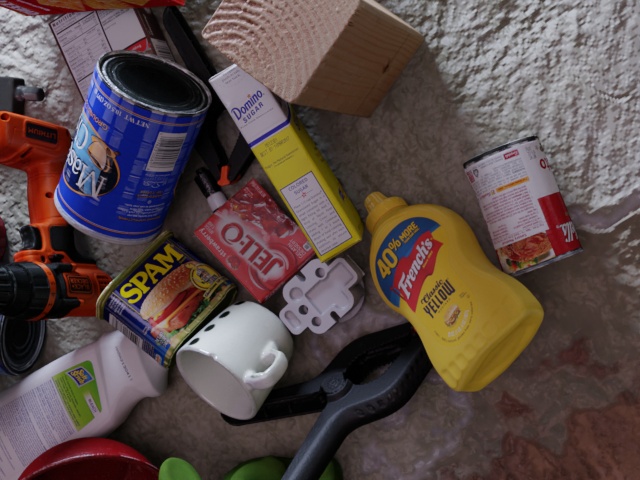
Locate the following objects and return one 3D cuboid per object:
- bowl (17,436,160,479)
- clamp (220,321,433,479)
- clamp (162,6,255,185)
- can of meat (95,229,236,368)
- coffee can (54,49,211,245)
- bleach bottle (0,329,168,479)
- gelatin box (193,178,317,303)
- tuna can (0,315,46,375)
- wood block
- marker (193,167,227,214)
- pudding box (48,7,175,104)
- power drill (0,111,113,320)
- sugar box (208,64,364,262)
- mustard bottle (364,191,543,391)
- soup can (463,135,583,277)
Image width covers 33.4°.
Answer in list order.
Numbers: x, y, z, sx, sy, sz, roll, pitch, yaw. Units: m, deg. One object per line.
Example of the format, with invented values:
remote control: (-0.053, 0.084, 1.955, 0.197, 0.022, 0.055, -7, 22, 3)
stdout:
bowl: (-0.218, 0.234, 0.993, 0.162, 0.162, 0.055, -40, 39, 16)
clamp: (0.018, 0.141, 0.903, 0.210, 0.165, 0.036, -31, 121, 2)
clamp: (-0.075, -0.137, 0.963, 0.120, 0.039, 0.171, -7, 97, 23)
can of meat: (-0.137, 0.054, 0.964, 0.084, 0.057, 0.102, 37, 60, 10)
coffee can: (-0.167, -0.081, 0.941, 0.103, 0.102, 0.140, 34, 121, 13)
bleach bottle: (-0.233, 0.162, 1.018, 0.251, 0.068, 0.102, -29, 87, 15)
gelatin box: (-0.056, 0.001, 0.952, 0.073, 0.030, 0.089, -43, 83, -4)
tuna can: (-0.298, 0.086, 1.022, 0.034, 0.086, 0.086, 4, 94, 16)
wood block: (0.002, -0.162, 0.848, 0.090, 0.205, 0.091, 38, 103, 12)
marker: (-0.082, -0.014, 0.981, 0.020, 0.020, 0.121, -32, 83, 17)
pudding box: (-0.191, -0.175, 0.998, 0.090, 0.039, 0.113, -27, 82, 19)
power drill: (-0.267, -0.018, 0.965, 0.057, 0.184, 0.187, -18, 78, 22)
sugar box: (-0.025, -0.072, 0.903, 0.048, 0.093, 0.176, -29, 96, 7)
mustard bottle: (0.094, 0.026, 0.885, 0.096, 0.058, 0.192, -55, 52, 25)
soup can: (0.165, -0.027, 0.875, 0.069, 0.068, 0.102, -22, 85, 18)
